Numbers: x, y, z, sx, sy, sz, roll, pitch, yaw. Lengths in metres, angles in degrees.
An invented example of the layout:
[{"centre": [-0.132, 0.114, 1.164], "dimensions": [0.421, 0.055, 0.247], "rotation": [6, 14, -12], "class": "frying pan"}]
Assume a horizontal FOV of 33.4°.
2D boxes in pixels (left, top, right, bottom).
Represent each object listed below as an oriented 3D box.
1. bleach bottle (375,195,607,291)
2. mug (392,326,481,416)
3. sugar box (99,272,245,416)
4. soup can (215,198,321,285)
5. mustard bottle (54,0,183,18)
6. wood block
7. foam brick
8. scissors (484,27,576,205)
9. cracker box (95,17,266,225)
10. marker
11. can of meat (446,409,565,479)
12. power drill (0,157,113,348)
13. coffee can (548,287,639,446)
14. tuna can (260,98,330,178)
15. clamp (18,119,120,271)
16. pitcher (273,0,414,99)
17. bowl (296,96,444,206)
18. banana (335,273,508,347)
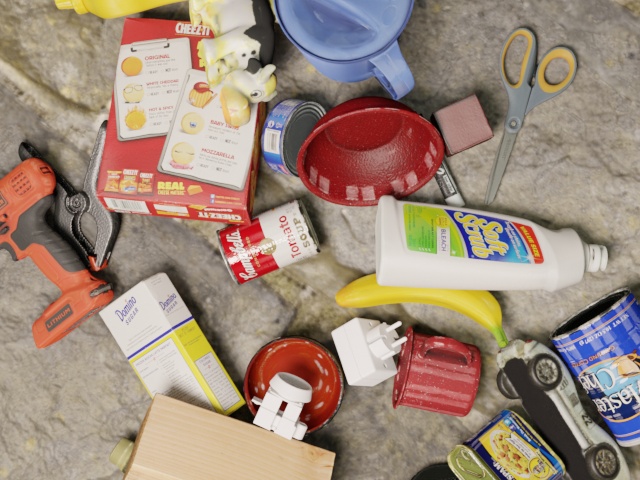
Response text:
[{"centre": [0.188, 0.007, 1.181], "dimensions": [0.250, 0.068, 0.102], "rotation": [3, 53, -2], "class": "bleach bottle"}, {"centre": [0.131, 0.141, 1.170], "dimensions": [0.081, 0.117, 0.093], "rotation": [12, 51, -1], "class": "mug"}, {"centre": [-0.168, 0.131, 1.202], "dimensions": [0.094, 0.048, 0.176], "rotation": [-32, 86, 38], "class": "sugar box"}, {"centre": [-0.058, 0.001, 1.201], "dimensions": [0.102, 0.068, 0.068], "rotation": [-22, 89, 3], "class": "soup can"}, {"centre": [-0.206, -0.292, 1.199], "dimensions": [0.191, 0.058, 0.096], "rotation": [-13, 45, 4], "class": "mustard bottle"}, {"centre": [-0.101, 0.251, 1.148], "dimensions": [0.206, 0.090, 0.090], "rotation": [20, 51, -8], "class": "wood block"}, {"centre": [0.155, -0.125, 1.180], "dimensions": [0.053, 0.078, 0.051], "rotation": [-24, 90, 5], "class": "foam brick"}, {"centre": [0.238, -0.138, 1.205], "dimensions": [0.096, 0.016, 0.202], "rotation": [2, 91, 4], "class": "scissors"}, {"centre": [-0.146, -0.131, 1.179], "dimensions": [0.164, 0.072, 0.213], "rotation": [5, 73, 3], "class": "cracker box"}, {"centre": [0.130, -0.091, 1.211], "dimensions": [0.020, 0.020, 0.121], "rotation": [-25, 89, 4], "class": "marker"}, {"centre": [0.204, 0.246, 1.167], "dimensions": [0.083, 0.057, 0.102], "rotation": [-32, 71, -31], "class": "can of meat"}, {"centre": [-0.338, 0.026, 1.212], "dimensions": [0.185, 0.057, 0.187], "rotation": [-35, 89, 21], "class": "power drill"}, {"centre": [0.330, 0.136, 1.158], "dimensions": [0.103, 0.103, 0.140], "rotation": [-33, 88, 3], "class": "coffee can"}, {"centre": [-0.028, -0.114, 1.188], "dimensions": [0.034, 0.086, 0.086], "rotation": [16, 92, 35], "class": "tuna can"}, {"centre": [-0.285, -0.049, 1.231], "dimensions": [0.120, 0.039, 0.171], "rotation": [-3, 93, 18], "class": "clamp"}, {"centre": [0.033, -0.223, 1.104], "dimensions": [0.145, 0.243, 0.149], "rotation": [9, 91, 3], "class": "pitcher"}, {"centre": [0.052, -0.107, 1.170], "dimensions": [0.162, 0.162, 0.055], "rotation": [-10, 54, 4], "class": "bowl"}, {"centre": [0.118, 0.063, 1.194], "dimensions": [0.198, 0.069, 0.037], "rotation": [13, 136, 9], "class": "banana"}]
